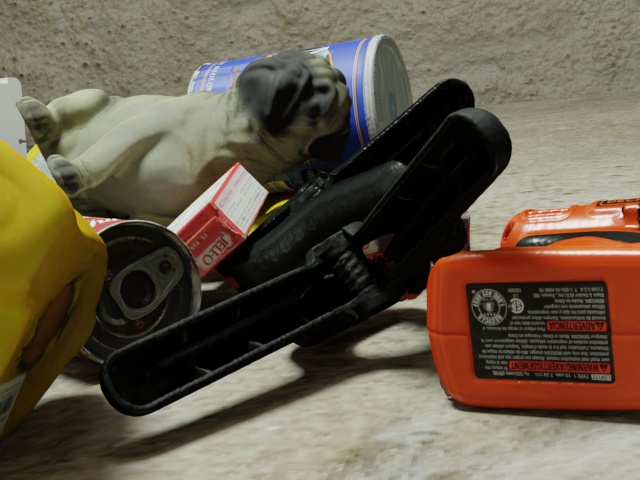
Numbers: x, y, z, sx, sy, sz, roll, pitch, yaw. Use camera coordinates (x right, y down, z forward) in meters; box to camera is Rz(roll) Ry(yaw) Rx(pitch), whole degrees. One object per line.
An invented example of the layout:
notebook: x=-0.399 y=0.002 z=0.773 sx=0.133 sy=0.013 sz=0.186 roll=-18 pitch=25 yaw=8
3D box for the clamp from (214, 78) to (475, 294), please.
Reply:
clamp: x=0.012 y=-0.023 z=0.570 sx=0.172 sy=0.039 sz=0.120 roll=-29 pitch=11 yaw=42

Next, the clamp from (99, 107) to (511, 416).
clamp: x=0.021 y=0.008 z=0.438 sx=0.165 sy=0.036 sz=0.209 roll=-35 pitch=-11 yaw=17

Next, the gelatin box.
gelatin box: x=-0.069 y=0.000 z=0.601 sx=0.073 sy=0.030 sz=0.089 roll=-42 pitch=11 yaw=16

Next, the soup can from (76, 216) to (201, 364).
soup can: x=-0.112 y=0.022 z=0.518 sx=0.068 sy=0.068 sz=0.102 roll=-13 pitch=10 yaw=-34

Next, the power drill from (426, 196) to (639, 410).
power drill: x=0.138 y=0.015 z=0.424 sx=0.185 sy=0.057 sz=0.187 roll=-5 pitch=5 yaw=31

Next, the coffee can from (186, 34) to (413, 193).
coffee can: x=-0.012 y=-0.087 z=0.772 sx=0.140 sy=0.103 sz=0.102 roll=-5 pitch=9 yaw=21
